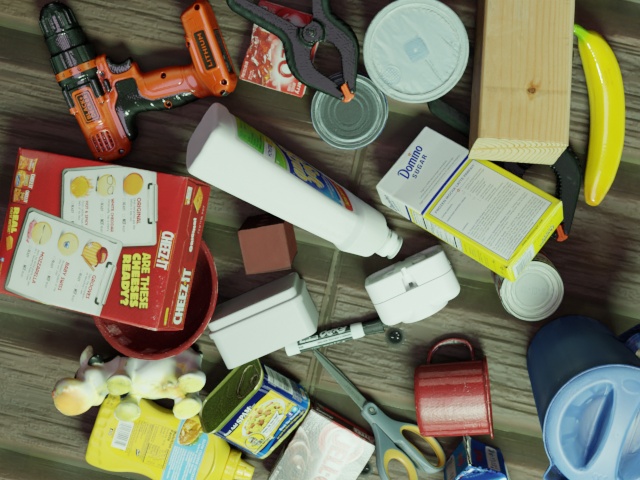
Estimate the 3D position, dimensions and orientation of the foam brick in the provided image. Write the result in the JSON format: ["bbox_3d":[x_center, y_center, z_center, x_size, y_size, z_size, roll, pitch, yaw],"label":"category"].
[{"bbox_3d":[-0.058,0.001,1.183,0.053,0.078,0.051,-9,102,6],"label":"foam brick"}]

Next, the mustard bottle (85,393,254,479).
[{"bbox_3d":[-0.170,0.242,1.247,0.191,0.058,0.096,19,88,0],"label":"mustard bottle"}]

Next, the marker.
[{"bbox_3d":[0.018,0.109,1.228,0.121,0.020,0.020,-15,100,7],"label":"marker"}]

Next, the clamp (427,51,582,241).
[{"bbox_3d":[0.216,-0.096,1.164,0.164,0.036,0.210,-15,97,7],"label":"clamp"}]

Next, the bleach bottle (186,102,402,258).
[{"bbox_3d":[-0.022,-0.052,1.159,0.250,0.102,0.068,29,110,-18],"label":"bleach bottle"}]

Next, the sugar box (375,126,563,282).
[{"bbox_3d":[0.156,-0.040,1.125,0.176,0.048,0.093,33,76,29],"label":"sugar box"}]

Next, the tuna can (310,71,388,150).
[{"bbox_3d":[0.031,-0.142,1.170,0.086,0.033,0.086,1,101,4],"label":"tuna can"}]

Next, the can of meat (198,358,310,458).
[{"bbox_3d":[-0.074,0.192,1.218,0.083,0.057,0.102,35,105,-31],"label":"can of meat"}]

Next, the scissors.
[{"bbox_3d":[0.055,0.215,1.222,0.201,0.096,0.016,35,143,-5],"label":"scissors"}]

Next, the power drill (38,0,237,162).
[{"bbox_3d":[-0.198,-0.197,1.166,0.188,0.057,0.184,-19,103,10],"label":"power drill"}]

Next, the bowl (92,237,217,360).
[{"bbox_3d":[-0.178,0.053,1.198,0.162,0.055,0.162,-2,85,20],"label":"bowl"}]

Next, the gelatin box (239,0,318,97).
[{"bbox_3d":[-0.042,-0.209,1.164,0.073,0.030,0.089,17,102,0],"label":"gelatin box"}]

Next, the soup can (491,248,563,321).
[{"bbox_3d":[0.223,0.043,1.158,0.068,0.102,0.068,1,101,4],"label":"soup can"}]

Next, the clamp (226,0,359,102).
[{"bbox_3d":[-0.005,-0.228,1.124,0.120,0.039,0.171,-39,97,12],"label":"clamp"}]

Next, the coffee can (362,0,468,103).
[{"bbox_3d":[0.097,-0.198,1.100,0.103,0.140,0.103,1,101,4],"label":"coffee can"}]

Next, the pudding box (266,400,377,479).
[{"bbox_3d":[0.001,0.257,1.249,0.090,0.039,0.113,30,102,-3],"label":"pudding box"}]

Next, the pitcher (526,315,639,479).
[{"bbox_3d":[0.289,0.150,1.102,0.149,0.242,0.145,-3,101,4],"label":"pitcher"}]

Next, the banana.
[{"bbox_3d":[0.296,-0.139,1.141,0.069,0.037,0.198,-18,106,-25],"label":"banana"}]

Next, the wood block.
[{"bbox_3d":[0.205,-0.191,1.087,0.091,0.090,0.206,4,81,2],"label":"wood block"}]

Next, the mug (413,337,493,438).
[{"bbox_3d":[0.149,0.167,1.202,0.081,0.093,0.117,-5,70,10],"label":"mug"}]

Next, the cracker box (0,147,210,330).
[{"bbox_3d":[-0.238,-0.002,1.158,0.214,0.072,0.164,11,89,20],"label":"cracker box"}]
